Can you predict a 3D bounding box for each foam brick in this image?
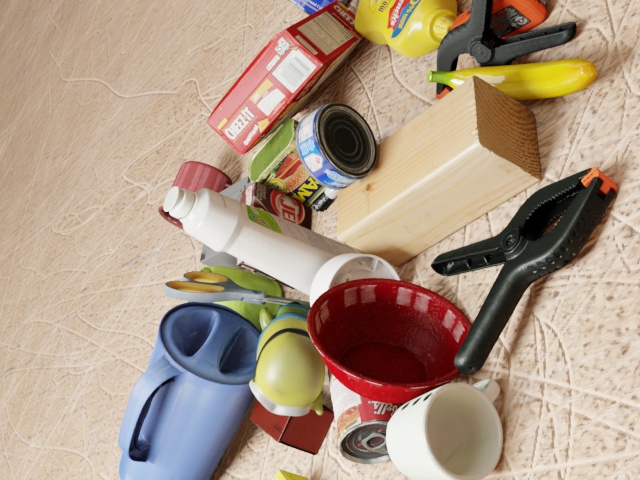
[{"bbox_3d":[-0.032,0.192,1.168,0.078,0.051,0.053,25,90,60],"label":"foam brick"}]

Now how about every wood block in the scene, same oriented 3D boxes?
[{"bbox_3d":[0.116,-0.066,1.093,0.207,0.090,0.091,-34,43,41],"label":"wood block"}]

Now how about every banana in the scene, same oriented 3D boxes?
[{"bbox_3d":[0.200,-0.157,1.055,0.198,0.069,0.037,4,101,47],"label":"banana"}]

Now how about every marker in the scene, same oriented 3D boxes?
[{"bbox_3d":[0.031,-0.077,1.304,0.121,0.020,0.020,-46,35,28],"label":"marker"}]

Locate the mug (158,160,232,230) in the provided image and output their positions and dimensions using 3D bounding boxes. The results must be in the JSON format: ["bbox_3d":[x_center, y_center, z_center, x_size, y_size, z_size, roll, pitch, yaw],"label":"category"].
[{"bbox_3d":[-0.168,-0.061,1.546,0.117,0.093,0.081,10,68,27],"label":"mug"}]

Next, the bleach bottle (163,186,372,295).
[{"bbox_3d":[-0.058,0.001,1.151,0.068,0.250,0.103,-59,30,9],"label":"bleach bottle"}]

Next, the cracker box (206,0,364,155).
[{"bbox_3d":[-0.038,-0.213,1.363,0.164,0.072,0.213,-45,2,29],"label":"cracker box"}]

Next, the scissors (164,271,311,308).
[{"bbox_3d":[-0.081,0.060,1.250,0.096,0.201,0.016,-108,23,-74],"label":"scissors"}]

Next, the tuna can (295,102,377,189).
[{"bbox_3d":[0.017,-0.098,1.094,0.034,0.086,0.086,-26,47,45],"label":"tuna can"}]

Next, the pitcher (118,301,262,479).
[{"bbox_3d":[-0.161,0.201,1.231,0.145,0.149,0.243,-98,27,-54],"label":"pitcher"}]

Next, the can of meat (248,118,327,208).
[{"bbox_3d":[-0.030,-0.097,1.349,0.102,0.083,0.057,-45,36,30],"label":"can of meat"}]

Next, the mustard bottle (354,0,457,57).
[{"bbox_3d":[0.113,-0.270,1.282,0.096,0.058,0.192,-55,31,5],"label":"mustard bottle"}]

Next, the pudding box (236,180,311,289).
[{"bbox_3d":[-0.057,-0.007,1.318,0.039,0.089,0.113,-35,41,43],"label":"pudding box"}]

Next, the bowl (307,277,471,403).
[{"bbox_3d":[0.064,0.104,1.018,0.162,0.162,0.055,-112,25,-52],"label":"bowl"}]

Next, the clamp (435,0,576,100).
[{"bbox_3d":[0.183,-0.201,1.109,0.039,0.120,0.172,-41,-14,-42],"label":"clamp"}]

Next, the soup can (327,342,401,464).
[{"bbox_3d":[0.045,0.160,1.056,0.069,0.068,0.102,-45,34,30],"label":"soup can"}]

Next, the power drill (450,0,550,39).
[{"bbox_3d":[0.193,-0.305,1.183,0.185,0.057,0.187,-23,49,49],"label":"power drill"}]

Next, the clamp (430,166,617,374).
[{"bbox_3d":[0.181,0.007,0.986,0.210,0.036,0.164,-48,26,18],"label":"clamp"}]
